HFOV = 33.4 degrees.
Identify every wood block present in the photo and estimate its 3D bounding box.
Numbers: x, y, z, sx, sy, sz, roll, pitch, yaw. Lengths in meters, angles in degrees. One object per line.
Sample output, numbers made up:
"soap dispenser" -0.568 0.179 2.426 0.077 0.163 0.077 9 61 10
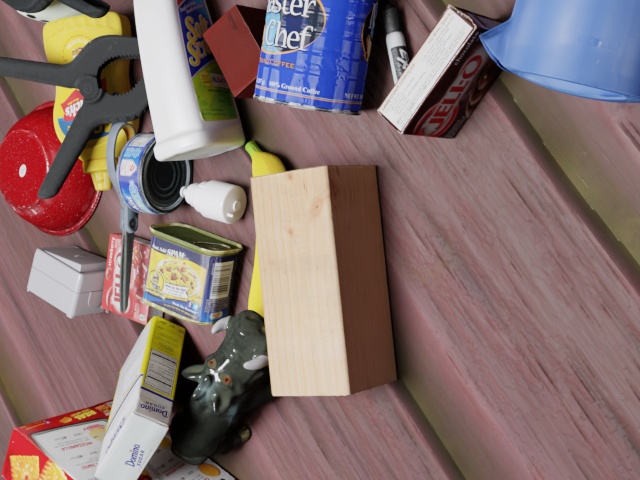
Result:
"wood block" 0.003 0.037 1.003 0.090 0.090 0.206 -6 90 35

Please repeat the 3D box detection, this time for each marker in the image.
"marker" 0.074 -0.159 0.983 0.020 0.020 0.121 -14 85 35

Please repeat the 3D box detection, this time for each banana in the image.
"banana" -0.051 -0.002 1.071 0.070 0.037 0.198 -174 85 -72

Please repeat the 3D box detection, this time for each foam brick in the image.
"foam brick" -0.070 -0.187 1.063 0.053 0.051 0.078 -35 74 30

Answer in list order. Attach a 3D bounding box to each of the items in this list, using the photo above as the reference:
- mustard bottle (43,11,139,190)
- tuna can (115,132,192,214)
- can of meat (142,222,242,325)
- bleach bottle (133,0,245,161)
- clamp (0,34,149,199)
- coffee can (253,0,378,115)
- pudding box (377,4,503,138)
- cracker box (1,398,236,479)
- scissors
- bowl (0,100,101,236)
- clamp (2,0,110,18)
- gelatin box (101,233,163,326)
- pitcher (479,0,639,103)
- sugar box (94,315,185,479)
"mustard bottle" -0.250 -0.151 1.185 0.096 0.058 0.191 -6 91 13
"tuna can" -0.174 -0.070 1.123 0.034 0.086 0.086 7 97 32
"can of meat" -0.137 0.035 1.122 0.102 0.057 0.084 19 106 33
"bleach bottle" -0.148 -0.209 1.079 0.068 0.102 0.251 -15 89 29
"clamp" -0.244 -0.148 1.134 0.210 0.036 0.164 -20 94 -3
"coffee can" -0.002 -0.193 0.983 0.103 0.102 0.140 16 102 33
"pudding box" 0.111 -0.141 0.916 0.039 0.089 0.114 44 116 25
"cracker box" -0.200 0.259 1.115 0.214 0.163 0.072 31 113 30
"scissors" -0.194 -0.031 1.149 0.016 0.096 0.202 8 111 31
"bowl" -0.329 -0.084 1.249 0.162 0.055 0.162 3 96 35
"clamp" -0.290 -0.293 1.120 0.172 0.039 0.120 7 101 32
"gelatin box" -0.205 0.043 1.186 0.073 0.030 0.089 17 102 33
"pitcher" 0.237 -0.226 0.811 0.145 0.148 0.243 24 104 47
"sugar box" -0.183 0.164 1.103 0.093 0.048 0.176 -57 18 25
